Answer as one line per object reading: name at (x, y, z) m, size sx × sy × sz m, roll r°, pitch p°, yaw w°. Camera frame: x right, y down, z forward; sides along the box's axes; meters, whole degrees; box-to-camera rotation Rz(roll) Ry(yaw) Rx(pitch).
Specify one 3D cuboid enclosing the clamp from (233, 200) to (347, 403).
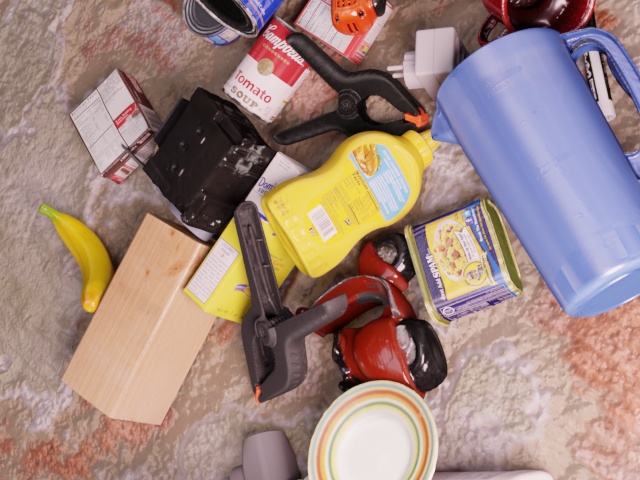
clamp at (-0.036, 0.085, 1.036) m, size 0.165 × 0.036 × 0.210 m, roll 39°, pitch 136°, yaw 41°

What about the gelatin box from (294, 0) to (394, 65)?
gelatin box at (0.025, -0.244, 1.165) m, size 0.089 × 0.030 × 0.073 m, roll 37°, pitch 98°, yaw 32°

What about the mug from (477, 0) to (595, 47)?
mug at (0.194, -0.228, 1.014) m, size 0.117 × 0.093 × 0.081 m, roll -50°, pitch 25°, yaw 12°

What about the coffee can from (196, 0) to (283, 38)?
coffee can at (-0.068, -0.310, 1.175) m, size 0.103 × 0.102 × 0.140 m, roll 30°, pitch 77°, yaw 33°

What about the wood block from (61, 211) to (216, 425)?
wood block at (-0.182, 0.086, 1.162) m, size 0.090 × 0.090 × 0.206 m, roll 29°, pitch 92°, yaw 33°

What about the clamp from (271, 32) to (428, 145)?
clamp at (0.028, -0.153, 1.111) m, size 0.172 × 0.039 × 0.120 m, roll 6°, pitch 112°, yaw 20°

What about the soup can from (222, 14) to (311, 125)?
soup can at (-0.053, -0.187, 1.174) m, size 0.069 × 0.068 × 0.102 m, roll 43°, pitch 101°, yaw 32°

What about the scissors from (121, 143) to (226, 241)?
scissors at (-0.157, -0.046, 1.202) m, size 0.016 × 0.096 × 0.202 m, roll -52°, pitch 40°, yaw 6°

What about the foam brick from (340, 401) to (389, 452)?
foam brick at (0.056, 0.183, 1.001) m, size 0.053 × 0.078 × 0.051 m, roll 1°, pitch 76°, yaw 31°

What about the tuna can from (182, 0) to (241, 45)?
tuna can at (-0.119, -0.274, 1.257) m, size 0.086 × 0.033 × 0.086 m, roll -9°, pitch 72°, yaw 29°

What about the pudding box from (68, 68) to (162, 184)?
pudding box at (-0.246, -0.139, 1.294) m, size 0.090 × 0.039 × 0.113 m, roll -41°, pitch 58°, yaw 15°

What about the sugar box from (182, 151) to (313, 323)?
sugar box at (-0.057, 0.001, 1.109) m, size 0.048 × 0.093 × 0.176 m, roll 41°, pitch 99°, yaw 32°

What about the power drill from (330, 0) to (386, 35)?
power drill at (0.096, -0.309, 1.108) m, size 0.188 × 0.057 × 0.184 m, roll -9°, pitch 66°, yaw 20°

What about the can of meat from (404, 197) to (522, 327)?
can of meat at (0.137, 0.019, 1.011) m, size 0.084 × 0.057 × 0.102 m, roll -23°, pitch 66°, yaw 21°

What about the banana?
banana at (-0.273, 0.027, 1.239) m, size 0.198 × 0.069 × 0.037 m, roll 50°, pitch 121°, yaw 44°

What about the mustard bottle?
mustard bottle at (0.041, -0.053, 1.058) m, size 0.191 × 0.096 × 0.058 m, roll -35°, pitch 16°, yaw -13°

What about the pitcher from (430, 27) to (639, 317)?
pitcher at (0.220, -0.064, 0.946) m, size 0.243 × 0.144 × 0.149 m, roll 65°, pitch 150°, yaw 23°
